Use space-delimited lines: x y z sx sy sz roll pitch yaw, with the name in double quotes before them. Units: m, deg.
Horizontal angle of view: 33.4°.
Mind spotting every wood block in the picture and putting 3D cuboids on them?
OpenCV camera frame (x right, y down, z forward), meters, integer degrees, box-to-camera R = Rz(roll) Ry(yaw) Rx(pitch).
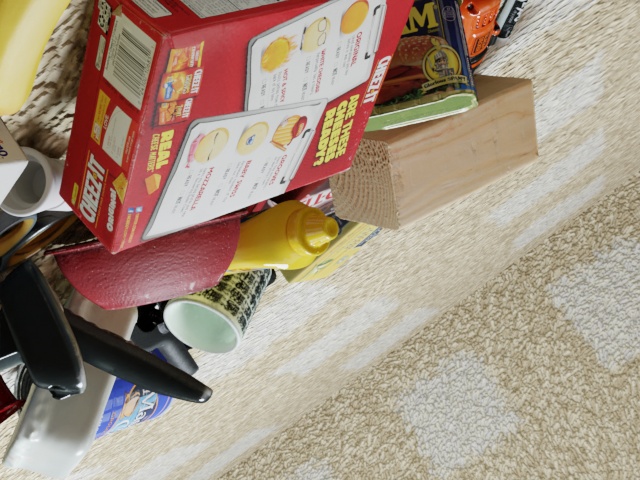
"wood block" 0.111 -0.091 1.044 0.205 0.090 0.091 -26 -154 -35

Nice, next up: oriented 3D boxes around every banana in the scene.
"banana" -0.133 -0.124 0.528 0.198 0.037 0.069 -44 164 32

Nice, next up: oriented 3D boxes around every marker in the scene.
"marker" 0.181 -0.220 0.995 0.020 0.020 0.121 -31 166 -17

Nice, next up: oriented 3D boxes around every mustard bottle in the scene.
"mustard bottle" -0.056 0.001 0.928 0.096 0.058 0.192 -13 -177 -43

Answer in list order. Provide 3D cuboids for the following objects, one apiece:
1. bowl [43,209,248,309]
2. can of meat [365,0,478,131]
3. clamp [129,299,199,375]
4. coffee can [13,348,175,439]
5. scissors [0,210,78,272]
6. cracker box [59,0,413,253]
"bowl" -0.130 0.017 0.835 0.162 0.055 0.162 -12 -177 0
"can of meat" 0.062 -0.132 0.794 0.102 0.084 0.057 -12 172 14
"clamp" -0.162 0.085 1.066 0.039 0.120 0.171 3 -177 30
"coffee can" -0.227 0.149 1.098 0.103 0.103 0.140 -42 165 26
"scissors" -0.264 0.029 0.780 0.202 0.016 0.096 -36 170 0
"cracker box" -0.051 -0.099 0.679 0.213 0.072 0.164 -24 147 -40
